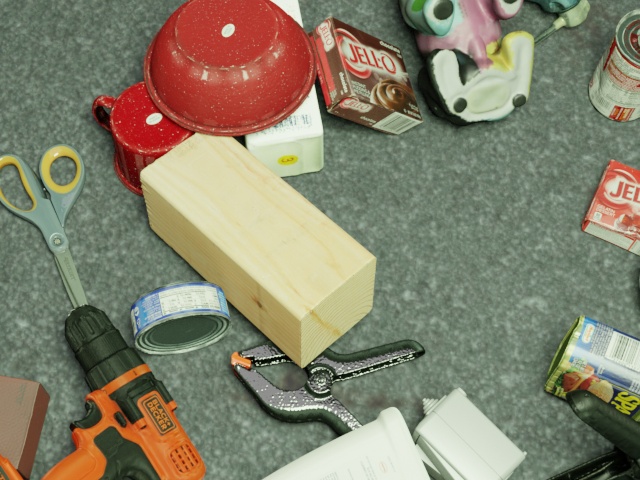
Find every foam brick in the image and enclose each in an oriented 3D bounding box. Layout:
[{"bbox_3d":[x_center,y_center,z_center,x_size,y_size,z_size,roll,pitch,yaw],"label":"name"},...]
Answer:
[{"bbox_3d":[-0.267,0.158,0.905,0.053,0.051,0.078,10,66,1],"label":"foam brick"}]

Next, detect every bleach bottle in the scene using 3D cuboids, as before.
[{"bbox_3d":[-0.033,0.231,0.864,0.251,0.068,0.102,-23,84,-1],"label":"bleach bottle"}]

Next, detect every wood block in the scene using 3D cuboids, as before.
[{"bbox_3d":[-0.057,0.002,0.944,0.090,0.091,0.206,-38,64,-23],"label":"wood block"}]

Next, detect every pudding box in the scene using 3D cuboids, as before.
[{"bbox_3d":[0.043,-0.157,1.032,0.039,0.113,0.090,-29,64,32],"label":"pudding box"}]

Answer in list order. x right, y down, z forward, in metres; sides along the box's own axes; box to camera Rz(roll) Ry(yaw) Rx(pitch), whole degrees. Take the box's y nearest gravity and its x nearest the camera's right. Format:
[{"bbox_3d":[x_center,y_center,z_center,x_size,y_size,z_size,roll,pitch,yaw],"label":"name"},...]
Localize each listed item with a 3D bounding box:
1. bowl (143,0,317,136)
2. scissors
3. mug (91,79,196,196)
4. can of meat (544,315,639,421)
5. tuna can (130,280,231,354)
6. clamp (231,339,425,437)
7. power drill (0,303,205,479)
[{"bbox_3d":[-0.083,-0.175,0.968,0.162,0.055,0.162,0,61,0],"label":"bowl"},{"bbox_3d":[-0.234,-0.013,1.003,0.096,0.016,0.202,-36,72,-17],"label":"scissors"},{"bbox_3d":[-0.164,-0.104,1.010,0.117,0.081,0.093,29,68,10],"label":"mug"},{"bbox_3d":[0.246,0.113,0.922,0.084,0.102,0.057,24,66,10],"label":"can of meat"},{"bbox_3d":[-0.122,0.068,0.934,0.086,0.086,0.034,-12,65,-8],"label":"tuna can"},{"bbox_3d":[0.004,0.137,0.935,0.171,0.039,0.120,5,61,3],"label":"clamp"},{"bbox_3d":[-0.203,0.156,0.861,0.187,0.057,0.184,-27,78,-42],"label":"power drill"}]
